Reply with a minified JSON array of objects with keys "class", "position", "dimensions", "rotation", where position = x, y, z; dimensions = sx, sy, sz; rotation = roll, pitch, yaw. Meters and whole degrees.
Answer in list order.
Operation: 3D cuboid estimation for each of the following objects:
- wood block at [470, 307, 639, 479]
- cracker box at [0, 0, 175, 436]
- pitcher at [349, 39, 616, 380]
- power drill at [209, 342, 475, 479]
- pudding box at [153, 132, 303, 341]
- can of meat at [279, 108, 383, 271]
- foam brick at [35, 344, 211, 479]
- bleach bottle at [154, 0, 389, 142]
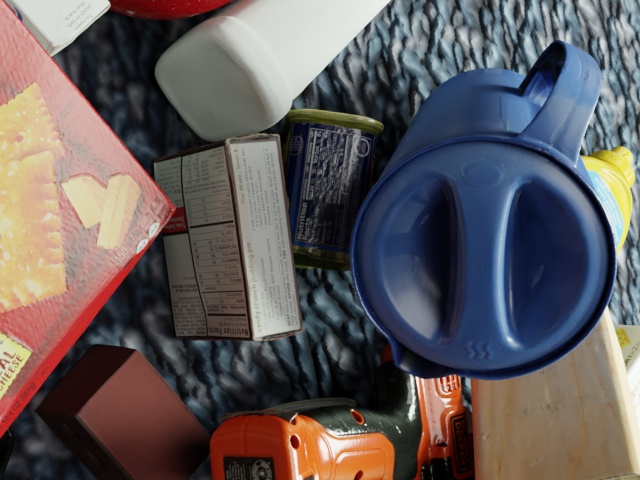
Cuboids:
[{"class":"wood block","position":[0.145,0.108,0.655],"dimensions":[0.206,0.090,0.091],"rotation":[-80,151,-57]},{"class":"cracker box","position":[-0.186,-0.027,0.494],"dimensions":[0.164,0.072,0.213],"rotation":[-54,131,-22]},{"class":"pitcher","position":[0.104,-0.037,0.636],"dimensions":[0.242,0.149,0.145],"rotation":[-66,136,-67]},{"class":"power drill","position":[0.026,0.150,0.590],"dimensions":[0.187,0.057,0.184],"rotation":[-3,83,-52]},{"class":"pudding box","position":[-0.054,0.001,0.609],"dimensions":[0.039,0.090,0.113],"rotation":[-10,93,-36]},{"class":"can of meat","position":[0.000,-0.027,0.646],"dimensions":[0.057,0.102,0.084],"rotation":[8,84,-5]},{"class":"foam brick","position":[-0.107,0.103,0.587],"dimensions":[0.051,0.053,0.078],"rotation":[-48,114,-29]},{"class":"bleach bottle","position":[0.013,-0.161,0.661],"dimensions":[0.250,0.103,0.068],"rotation":[-45,108,-29]}]
